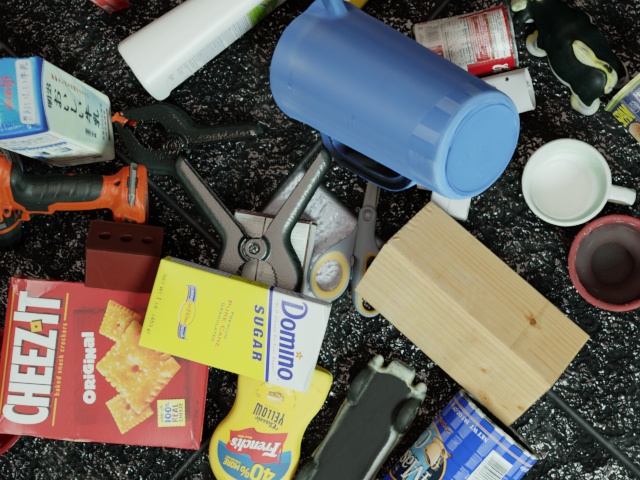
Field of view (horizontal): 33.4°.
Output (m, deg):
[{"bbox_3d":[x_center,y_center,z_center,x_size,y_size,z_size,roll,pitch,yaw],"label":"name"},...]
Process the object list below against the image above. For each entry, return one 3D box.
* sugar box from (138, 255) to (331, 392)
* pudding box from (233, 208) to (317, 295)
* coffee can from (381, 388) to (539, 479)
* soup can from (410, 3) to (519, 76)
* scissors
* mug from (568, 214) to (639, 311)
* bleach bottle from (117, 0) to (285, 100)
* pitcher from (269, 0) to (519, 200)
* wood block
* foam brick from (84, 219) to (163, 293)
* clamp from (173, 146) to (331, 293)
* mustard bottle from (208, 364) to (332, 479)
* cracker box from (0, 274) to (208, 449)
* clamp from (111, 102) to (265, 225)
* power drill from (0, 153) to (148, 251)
[{"bbox_3d":[-0.085,0.084,1.072,0.176,0.048,0.093,15,95,3],"label":"sugar box"},{"bbox_3d":[-0.057,0.028,1.147,0.090,0.039,0.113,10,91,9],"label":"pudding box"},{"bbox_3d":[0.134,0.234,1.069,0.103,0.102,0.140,41,94,9],"label":"coffee can"},{"bbox_3d":[0.149,-0.201,1.106,0.102,0.068,0.068,-10,85,10],"label":"soup can"},{"bbox_3d":[0.032,-0.018,1.141,0.096,0.016,0.202,-4,86,2],"label":"scissors"},{"bbox_3d":[0.303,0.021,1.061,0.117,0.081,0.093,-10,85,9],"label":"mug"},{"bbox_3d":[-0.095,-0.250,1.146,0.251,0.102,0.068,-35,90,0],"label":"bleach bottle"},{"bbox_3d":[0.072,-0.127,1.040,0.243,0.149,0.145,37,95,40],"label":"pitcher"},{"bbox_3d":[0.149,0.071,1.065,0.206,0.090,0.090,42,51,10],"label":"wood block"},{"bbox_3d":[-0.202,0.017,1.102,0.078,0.053,0.051,6,123,-8],"label":"foam brick"},{"bbox_3d":[-0.057,0.001,1.107,0.164,0.036,0.210,-9,91,7],"label":"clamp"},{"bbox_3d":[-0.065,0.211,1.128,0.096,0.058,0.191,22,92,3],"label":"mustard bottle"},{"bbox_3d":[-0.225,0.128,1.125,0.213,0.072,0.164,6,86,-7],"label":"cracker box"},{"bbox_3d":[-0.146,-0.108,1.168,0.171,0.039,0.120,35,92,10],"label":"clamp"},{"bbox_3d":[-0.279,-0.034,1.143,0.187,0.184,0.057,1,66,-8],"label":"power drill"}]
